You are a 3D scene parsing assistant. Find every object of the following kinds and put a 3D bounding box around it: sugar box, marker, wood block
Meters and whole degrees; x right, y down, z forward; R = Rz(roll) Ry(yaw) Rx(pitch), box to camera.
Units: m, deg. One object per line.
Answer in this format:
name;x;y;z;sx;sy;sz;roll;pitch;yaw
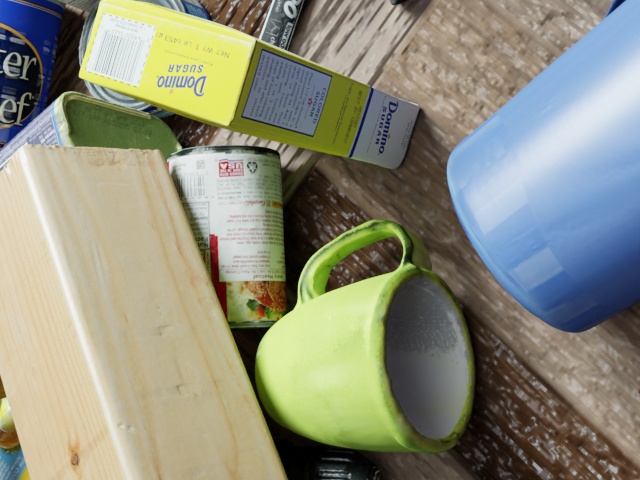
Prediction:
sugar box;-0.028;-0.075;0.544;0.093;0.176;0.048;21;95;29
marker;-0.016;-0.150;0.632;0.020;0.020;0.121;24;99;28
wood block;-0.106;0.061;0.553;0.091;0.090;0.206;-42;61;40

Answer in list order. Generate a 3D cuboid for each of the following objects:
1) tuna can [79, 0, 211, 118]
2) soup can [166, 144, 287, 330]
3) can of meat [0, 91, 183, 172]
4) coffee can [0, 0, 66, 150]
tuna can;-0.109;-0.120;0.674;0.086;0.033;0.086;-2;86;29
soup can;-0.054;0.001;0.616;0.069;0.068;0.102;-6;84;29
can of meat;-0.142;-0.040;0.643;0.084;0.101;0.057;-34;65;29
coffee can;-0.230;-0.101;0.701;0.103;0.102;0.140;12;93;29
